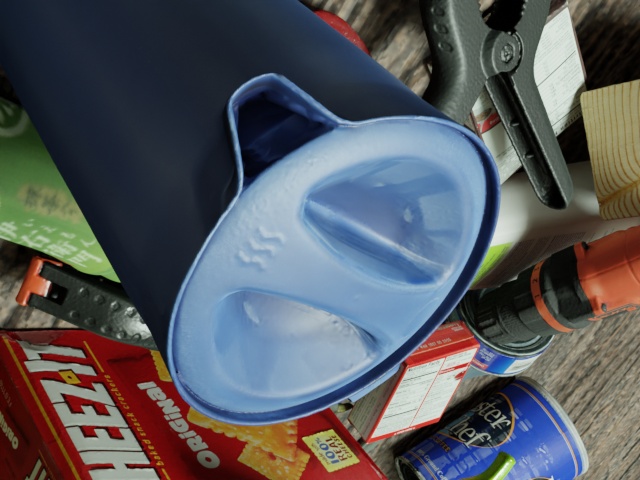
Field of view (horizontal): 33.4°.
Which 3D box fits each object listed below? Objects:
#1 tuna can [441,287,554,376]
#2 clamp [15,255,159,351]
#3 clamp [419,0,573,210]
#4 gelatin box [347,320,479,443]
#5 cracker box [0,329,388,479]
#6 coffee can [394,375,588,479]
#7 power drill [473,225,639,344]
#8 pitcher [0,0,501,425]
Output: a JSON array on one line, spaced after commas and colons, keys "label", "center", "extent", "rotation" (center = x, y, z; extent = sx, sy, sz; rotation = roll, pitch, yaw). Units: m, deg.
[{"label": "tuna can", "center": [0.136, 0.059, 0.816], "extent": [0.086, 0.086, 0.034], "rotation": [-15, 153, -29]}, {"label": "clamp", "center": [-0.096, 0.043, 0.625], "extent": [0.171, 0.120, 0.039], "rotation": [24, 86, -27]}, {"label": "clamp", "center": [0.086, -0.100, 0.601], "extent": [0.164, 0.036, 0.210], "rotation": [-19, 113, -37]}, {"label": "gelatin box", "center": [0.068, 0.103, 0.781], "extent": [0.073, 0.030, 0.089], "rotation": [-10, 136, -36]}, {"label": "cracker box", "center": [-0.084, 0.125, 0.640], "extent": [0.213, 0.164, 0.072], "rotation": [5, 122, -42]}, {"label": "coffee can", "center": [0.153, 0.201, 0.958], "extent": [0.140, 0.103, 0.103], "rotation": [-30, 140, -13]}, {"label": "power drill", "center": [0.224, 0.030, 0.753], "extent": [0.187, 0.057, 0.185], "rotation": [-5, 166, -39]}, {"label": "pitcher", "center": [-0.048, -0.046, 0.441], "extent": [0.144, 0.243, 0.149], "rotation": [1, 126, -40]}]
